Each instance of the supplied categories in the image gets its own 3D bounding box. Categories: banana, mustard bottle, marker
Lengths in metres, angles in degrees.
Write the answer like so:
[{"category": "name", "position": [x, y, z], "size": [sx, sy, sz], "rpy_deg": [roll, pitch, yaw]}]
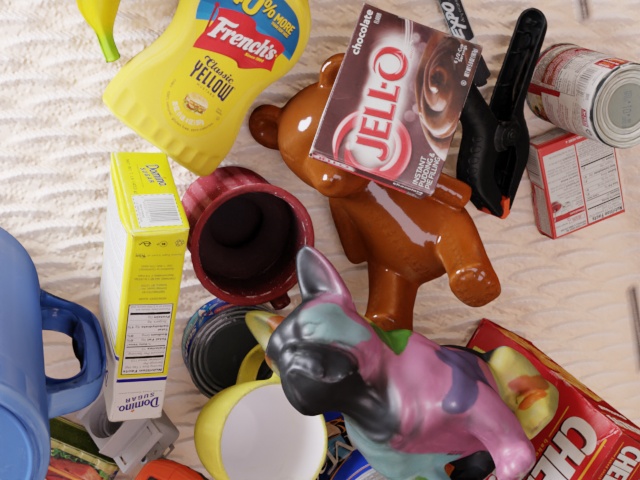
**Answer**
[{"category": "banana", "position": [-0.109, -0.219, 0.737], "size": [0.198, 0.037, 0.069], "rpy_deg": [-50, 125, 2]}, {"category": "mustard bottle", "position": [-0.063, -0.146, 0.766], "size": [0.096, 0.058, 0.191], "rpy_deg": [37, 93, -26]}, {"category": "marker", "position": [0.107, -0.175, 0.838], "size": [0.020, 0.020, 0.121], "rpy_deg": [-30, 115, -8]}]

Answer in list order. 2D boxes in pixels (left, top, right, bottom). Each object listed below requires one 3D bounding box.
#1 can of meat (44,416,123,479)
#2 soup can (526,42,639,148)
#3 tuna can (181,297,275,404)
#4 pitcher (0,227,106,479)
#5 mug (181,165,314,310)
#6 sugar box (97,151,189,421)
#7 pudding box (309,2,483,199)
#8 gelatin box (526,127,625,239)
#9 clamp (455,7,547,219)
[{"category": "can of meat", "position": [-0.216, 0.184, 0.830], "size": [0.102, 0.057, 0.084], "rpy_deg": [30, 94, -26]}, {"category": "soup can", "position": [0.218, -0.117, 0.852], "size": [0.068, 0.102, 0.068], "rpy_deg": [-6, 110, -18]}, {"category": "tuna can", "position": [-0.068, 0.087, 0.860], "size": [0.086, 0.034, 0.086], "rpy_deg": [-6, 111, -18]}, {"category": "pitcher", "position": [-0.227, 0.082, 0.685], "size": [0.149, 0.243, 0.145], "rpy_deg": [-34, 118, -5]}, {"category": "mug", "position": [-0.055, 0.001, 0.807], "size": [0.093, 0.082, 0.117], "rpy_deg": [-33, 116, -6]}, {"category": "sugar box", "position": [-0.130, 0.035, 0.759], "size": [0.048, 0.093, 0.176], "rpy_deg": [-3, 129, -18]}, {"category": "pudding box", "position": [0.052, -0.096, 0.746], "size": [0.090, 0.039, 0.113], "rpy_deg": [19, 84, -5]}, {"category": "gelatin box", "position": [0.217, -0.054, 0.914], "size": [0.073, 0.030, 0.089], "rpy_deg": [-22, 115, -13]}, {"category": "clamp", "position": [0.144, -0.099, 0.855], "size": [0.120, 0.039, 0.171], "rpy_deg": [-36, 137, -23]}]
